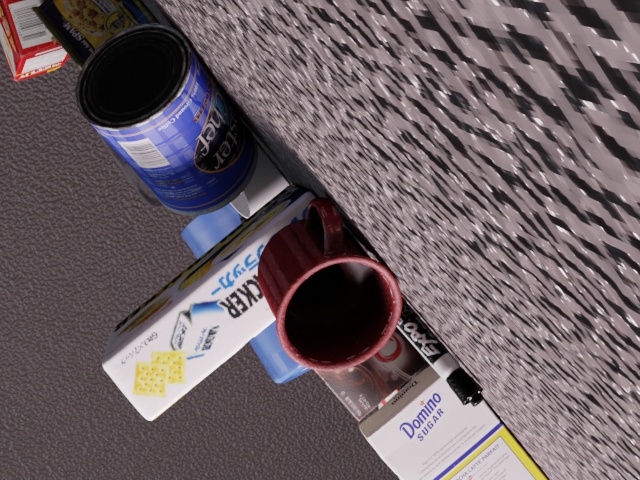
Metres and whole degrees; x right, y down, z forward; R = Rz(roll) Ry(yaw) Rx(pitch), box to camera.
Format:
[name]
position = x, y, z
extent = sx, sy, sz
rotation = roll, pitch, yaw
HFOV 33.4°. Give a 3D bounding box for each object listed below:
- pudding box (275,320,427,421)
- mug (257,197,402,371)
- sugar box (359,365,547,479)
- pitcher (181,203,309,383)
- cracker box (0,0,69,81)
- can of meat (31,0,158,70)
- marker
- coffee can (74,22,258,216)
[pudding box]
position = 0.029, 0.078, 0.888
extent = 0.113, 0.090, 0.039
rotation = 51, 179, -17
[mug]
position = 0.001, 0.024, 0.772
extent = 0.081, 0.093, 0.117
rotation = -125, 28, -58
[sugar box]
position = 0.121, 0.189, 0.861
extent = 0.176, 0.093, 0.048
rotation = 52, 177, -7
[pitcher]
position = -0.072, 0.062, 1.404
extent = 0.243, 0.145, 0.149
rotation = 60, -163, 8
[cracker box]
position = -0.319, -0.269, 1.141
extent = 0.214, 0.072, 0.164
rotation = -174, 66, -72
[can of meat]
position = -0.209, -0.205, 1.014
extent = 0.102, 0.084, 0.057
rotation = 50, 178, 14
[marker]
position = 0.078, 0.075, 0.795
extent = 0.121, 0.020, 0.020
rotation = 49, 177, 22
[coffee can]
position = -0.125, -0.098, 0.895
extent = 0.103, 0.103, 0.140
rotation = 49, 177, 34
